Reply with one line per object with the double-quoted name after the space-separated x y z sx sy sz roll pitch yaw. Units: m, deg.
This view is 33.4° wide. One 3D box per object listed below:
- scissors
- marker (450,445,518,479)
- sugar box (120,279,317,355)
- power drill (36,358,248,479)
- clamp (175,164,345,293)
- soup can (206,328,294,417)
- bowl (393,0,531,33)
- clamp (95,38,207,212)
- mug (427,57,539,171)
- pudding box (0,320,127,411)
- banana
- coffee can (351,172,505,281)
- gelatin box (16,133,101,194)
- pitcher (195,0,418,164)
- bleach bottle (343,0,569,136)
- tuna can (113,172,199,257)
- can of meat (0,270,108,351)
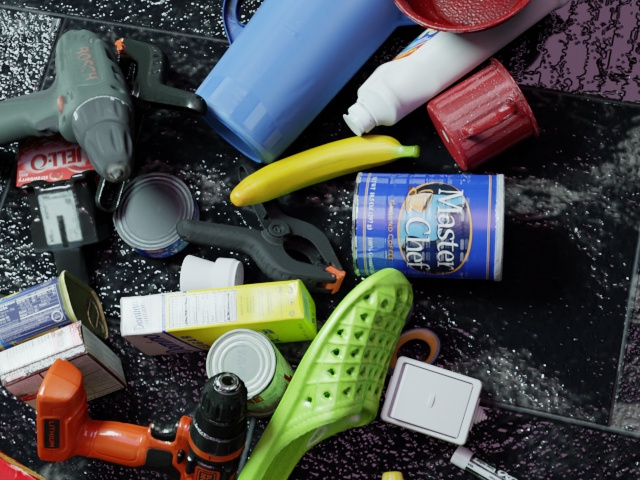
0.039 0.138 1.039 0.096 0.016 0.201 33 80 17 "scissors"
0.177 0.228 0.987 0.121 0.020 0.020 29 78 16 "marker"
-0.097 0.077 1.039 0.176 0.093 0.048 -9 71 6 "sugar box"
-0.160 0.167 0.965 0.187 0.185 0.057 16 40 3 "power drill"
-0.057 0.001 1.070 0.171 0.039 0.120 39 58 19 "clamp"
-0.065 0.127 1.012 0.068 0.102 0.068 -2 72 7 "soup can"
0.147 -0.259 1.035 0.162 0.055 0.162 -6 68 16 "bowl"
-0.183 -0.149 1.115 0.165 0.036 0.210 -36 45 28 "clamp"
0.161 -0.120 1.058 0.081 0.117 0.093 -31 100 2 "mug"
-0.249 0.127 1.034 0.090 0.113 0.039 -22 65 0 "pudding box"
-0.001 -0.076 1.085 0.197 0.070 0.037 -17 98 -9 "banana"
0.106 -0.014 1.033 0.140 0.103 0.103 2 72 9 "coffee can"
-0.281 -0.092 1.154 0.089 0.030 0.073 -5 71 7 "gelatin box"
-0.027 -0.207 1.107 0.243 0.145 0.149 -51 35 -6 "pitcher"
0.130 -0.194 1.091 0.250 0.103 0.068 -40 107 -6 "bleach bottle"
-0.170 -0.026 1.114 0.086 0.033 0.086 -3 71 8 "tuna can"
-0.270 0.079 1.060 0.084 0.102 0.057 -21 71 3 "can of meat"
